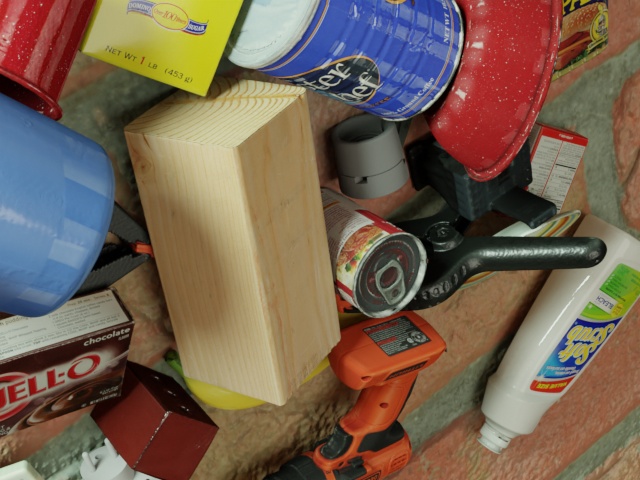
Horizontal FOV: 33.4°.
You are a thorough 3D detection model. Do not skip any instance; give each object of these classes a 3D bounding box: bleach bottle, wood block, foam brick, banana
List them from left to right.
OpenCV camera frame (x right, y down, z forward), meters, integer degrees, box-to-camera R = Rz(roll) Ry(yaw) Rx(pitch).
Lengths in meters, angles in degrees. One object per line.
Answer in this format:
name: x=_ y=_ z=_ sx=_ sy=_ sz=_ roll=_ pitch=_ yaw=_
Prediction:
foam brick: x=-0.122 y=0.133 z=0.783 sx=0.052 sy=0.078 sz=0.051 roll=31 pitch=93 yaw=-43
wood block: x=-0.055 y=0.001 z=0.742 sx=0.090 sy=0.091 sz=0.206 roll=-45 pitch=137 yaw=-43
banana: x=-0.029 y=0.090 z=0.862 sx=0.197 sy=0.037 sz=0.070 roll=-21 pitch=124 yaw=-29
bleach bottle: x=0.238 y=0.102 z=1.064 sx=0.102 sy=0.068 sz=0.251 roll=26 pitch=98 yaw=-43

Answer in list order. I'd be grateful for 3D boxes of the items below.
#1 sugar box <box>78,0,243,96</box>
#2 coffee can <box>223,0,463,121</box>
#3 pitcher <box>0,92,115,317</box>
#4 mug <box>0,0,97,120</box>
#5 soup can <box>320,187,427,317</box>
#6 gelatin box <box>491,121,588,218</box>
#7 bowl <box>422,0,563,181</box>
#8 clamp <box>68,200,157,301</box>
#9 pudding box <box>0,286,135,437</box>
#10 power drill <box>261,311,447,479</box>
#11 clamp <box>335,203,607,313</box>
sugar box: x=-0.084 y=-0.188 z=0.664 sx=0.093 sy=0.048 sz=0.176 roll=15 pitch=105 yaw=-36
coffee can: x=0.014 y=-0.148 z=0.725 sx=0.140 sy=0.103 sz=0.103 roll=14 pitch=103 yaw=-42
pitcher: x=-0.228 y=-0.035 z=0.532 sx=0.242 sy=0.145 sz=0.149 roll=23 pitch=75 yaw=-37
mug: x=-0.173 y=-0.119 z=0.605 sx=0.117 sy=0.093 sz=0.081 roll=68 pitch=39 yaw=-75
soup can: x=0.023 y=0.007 z=0.814 sx=0.068 sy=0.102 sz=0.068 roll=-18 pitch=122 yaw=-31
gelatin box: x=0.196 y=-0.061 z=0.966 sx=0.073 sy=0.030 sz=0.089 roll=7 pitch=108 yaw=-42
bowl: x=0.115 y=-0.127 z=0.784 sx=0.055 sy=0.162 sz=0.162 roll=14 pitch=105 yaw=-13
clamp: x=-0.184 y=-0.006 z=0.689 sx=0.171 sy=0.039 sz=0.120 roll=-13 pitch=124 yaw=-40
pudding box: x=-0.186 y=0.084 z=0.713 sx=0.113 sy=0.039 sz=0.090 roll=-19 pitch=148 yaw=-31
power drill: x=0.021 y=0.152 z=0.895 sx=0.184 sy=0.057 sz=0.188 roll=-18 pitch=139 yaw=-39
clamp: x=0.110 y=0.009 z=0.859 sx=0.209 sy=0.165 sz=0.036 roll=-29 pitch=130 yaw=-14
